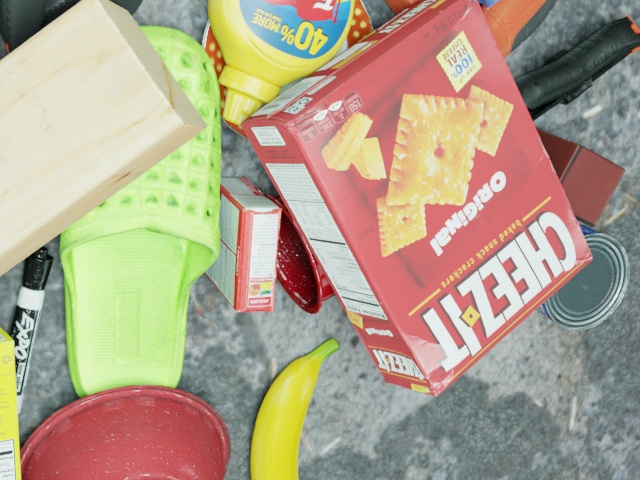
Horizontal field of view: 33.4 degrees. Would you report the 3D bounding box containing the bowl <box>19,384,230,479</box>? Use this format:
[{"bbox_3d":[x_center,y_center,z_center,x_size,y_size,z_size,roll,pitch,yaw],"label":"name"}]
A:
[{"bbox_3d":[-0.136,0.182,0.763,0.162,0.055,0.162,-11,126,-15],"label":"bowl"}]

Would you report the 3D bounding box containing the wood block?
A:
[{"bbox_3d":[-0.180,-0.045,0.632,0.206,0.091,0.090,-35,92,5],"label":"wood block"}]

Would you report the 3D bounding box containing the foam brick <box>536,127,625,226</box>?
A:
[{"bbox_3d":[0.186,-0.052,0.837,0.051,0.078,0.053,22,99,-28],"label":"foam brick"}]

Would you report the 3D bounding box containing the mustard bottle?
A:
[{"bbox_3d":[-0.020,-0.165,0.695,0.096,0.058,0.192,19,98,-32],"label":"mustard bottle"}]

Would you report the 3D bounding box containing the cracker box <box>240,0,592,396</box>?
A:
[{"bbox_3d":[0.072,-0.031,0.709,0.164,0.072,0.213,-37,111,-21],"label":"cracker box"}]

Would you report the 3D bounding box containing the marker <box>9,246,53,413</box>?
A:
[{"bbox_3d":[-0.205,0.062,0.736,0.020,0.020,0.121,9,103,-26],"label":"marker"}]

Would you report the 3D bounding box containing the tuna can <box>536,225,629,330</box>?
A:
[{"bbox_3d":[0.216,0.030,0.901,0.086,0.034,0.086,-7,110,-22],"label":"tuna can"}]

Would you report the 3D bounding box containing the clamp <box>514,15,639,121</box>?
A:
[{"bbox_3d":[0.178,-0.118,0.816,0.171,0.120,0.039,-29,87,-30],"label":"clamp"}]

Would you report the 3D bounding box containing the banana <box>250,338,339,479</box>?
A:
[{"bbox_3d":[-0.023,0.175,0.843,0.069,0.037,0.198,0,107,-23],"label":"banana"}]

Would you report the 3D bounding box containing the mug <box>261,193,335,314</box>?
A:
[{"bbox_3d":[0.010,0.002,0.778,0.081,0.093,0.117,-25,146,-20],"label":"mug"}]

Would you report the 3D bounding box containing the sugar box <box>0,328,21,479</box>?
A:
[{"bbox_3d":[-0.225,0.142,0.699,0.048,0.093,0.176,-8,104,-27],"label":"sugar box"}]

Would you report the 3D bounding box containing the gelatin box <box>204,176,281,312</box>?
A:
[{"bbox_3d":[-0.055,0.001,0.741,0.030,0.089,0.073,-1,108,-21],"label":"gelatin box"}]
